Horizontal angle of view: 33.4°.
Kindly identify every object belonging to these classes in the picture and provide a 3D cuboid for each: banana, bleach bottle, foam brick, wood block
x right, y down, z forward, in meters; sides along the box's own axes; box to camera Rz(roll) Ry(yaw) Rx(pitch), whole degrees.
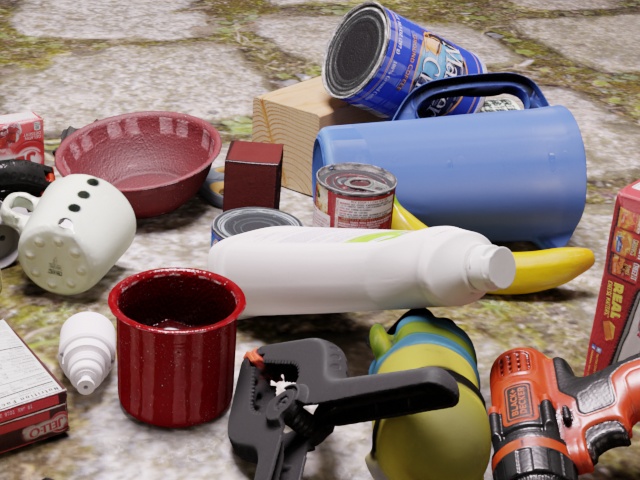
[{"bbox_3d":[0.137,0.011,0.928,0.198,0.070,0.037,19,7,0],"label":"banana"},{"bbox_3d":[0.030,0.022,0.786,0.102,0.068,0.251,-18,11,-40],"label":"bleach bottle"},{"bbox_3d":[-0.064,-0.049,1.011,0.051,0.078,0.053,5,28,0],"label":"foam brick"},{"bbox_3d":[0.023,-0.129,1.177,0.090,0.091,0.205,20,30,32],"label":"wood block"}]

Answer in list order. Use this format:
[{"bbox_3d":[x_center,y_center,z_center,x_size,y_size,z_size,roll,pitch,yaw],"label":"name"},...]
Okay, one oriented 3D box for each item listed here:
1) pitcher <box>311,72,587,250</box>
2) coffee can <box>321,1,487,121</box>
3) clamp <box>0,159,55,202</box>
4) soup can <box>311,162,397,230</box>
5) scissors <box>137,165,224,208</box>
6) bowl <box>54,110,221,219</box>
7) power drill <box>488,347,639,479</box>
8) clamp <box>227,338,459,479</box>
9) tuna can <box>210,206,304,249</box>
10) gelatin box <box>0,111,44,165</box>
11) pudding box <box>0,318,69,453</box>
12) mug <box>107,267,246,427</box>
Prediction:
[{"bbox_3d":[0.117,-0.068,1.012,0.242,0.145,0.149,-3,29,-8],"label":"pitcher"},{"bbox_3d":[0.087,-0.170,1.092,0.140,0.103,0.103,19,14,-35],"label":"coffee can"},{"bbox_3d":[-0.321,-0.054,0.974,0.171,0.039,0.120,-10,-4,-27],"label":"clamp"},{"bbox_3d":[0.027,-0.007,0.907,0.068,0.102,0.068,3,25,-2],"label":"soup can"},{"bbox_3d":[-0.141,-0.057,1.089,0.201,0.016,0.096,0,28,-4],"label":"scissors"},{"bbox_3d":[-0.174,-0.067,1.041,0.162,0.055,0.162,-3,33,1],"label":"bowl"},{"bbox_3d":[0.195,0.116,0.655,0.188,0.057,0.184,-16,31,14],"label":"power drill"},{"bbox_3d":[-0.017,0.120,0.662,0.164,0.036,0.210,-47,23,-9],"label":"clamp"},{"bbox_3d":[-0.056,0.001,0.957,0.086,0.034,0.086,3,25,-2],"label":"tuna can"},{"bbox_3d":[-0.317,-0.084,1.051,0.089,0.073,0.030,-13,31,-34],"label":"gelatin box"},{"bbox_3d":[-0.232,0.101,0.716,0.089,0.039,0.114,-14,32,-34],"label":"pudding box"},{"bbox_3d":[-0.107,0.071,0.747,0.093,0.081,0.117,-17,33,-37],"label":"mug"}]
